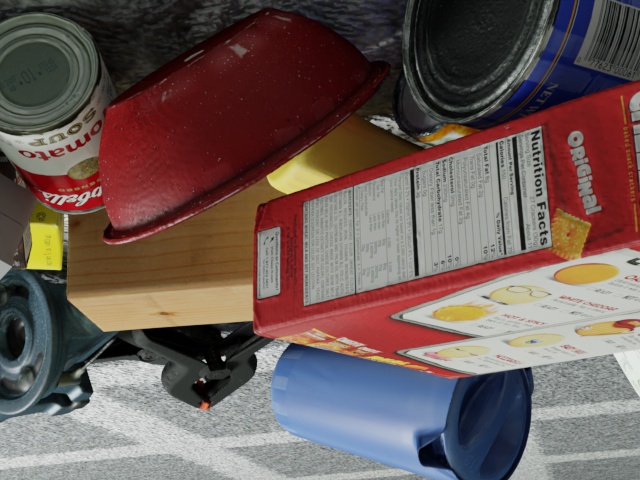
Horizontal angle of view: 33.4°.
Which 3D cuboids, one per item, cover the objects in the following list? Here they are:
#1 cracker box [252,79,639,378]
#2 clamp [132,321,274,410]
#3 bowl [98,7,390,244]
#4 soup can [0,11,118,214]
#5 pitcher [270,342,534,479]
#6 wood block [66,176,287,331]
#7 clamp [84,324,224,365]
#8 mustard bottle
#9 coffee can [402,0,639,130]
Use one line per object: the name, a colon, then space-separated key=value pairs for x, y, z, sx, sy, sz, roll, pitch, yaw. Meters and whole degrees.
cracker box: x=0.101 y=0.005 z=0.474 sx=0.214 sy=0.072 sz=0.163 roll=-17 pitch=157 yaw=37
clamp: x=-0.110 y=0.110 z=1.003 sx=0.164 sy=0.036 sz=0.210 roll=-4 pitch=151 yaw=-24
bowl: x=-0.049 y=-0.065 z=0.512 sx=0.162 sy=0.055 sz=0.162 roll=-29 pitch=-164 yaw=9
soup can: x=-0.136 y=-0.063 z=0.552 sx=0.068 sy=0.068 sz=0.102 roll=-3 pitch=160 yaw=0
pitcher: x=0.077 y=0.151 z=1.032 sx=0.243 sy=0.145 sz=0.149 roll=3 pitch=158 yaw=44
wood block: x=-0.055 y=0.001 z=0.711 sx=0.206 sy=0.090 sz=0.091 roll=-5 pitch=161 yaw=4
clamp: x=-0.175 y=0.100 z=1.031 sx=0.171 sy=0.039 sz=0.120 roll=16 pitch=151 yaw=-42
mustard bottle: x=0.067 y=-0.022 z=0.616 sx=0.191 sy=0.058 sz=0.096 roll=22 pitch=179 yaw=-14
coffee can: x=0.122 y=-0.088 z=0.472 sx=0.140 sy=0.103 sz=0.103 roll=9 pitch=157 yaw=-29
